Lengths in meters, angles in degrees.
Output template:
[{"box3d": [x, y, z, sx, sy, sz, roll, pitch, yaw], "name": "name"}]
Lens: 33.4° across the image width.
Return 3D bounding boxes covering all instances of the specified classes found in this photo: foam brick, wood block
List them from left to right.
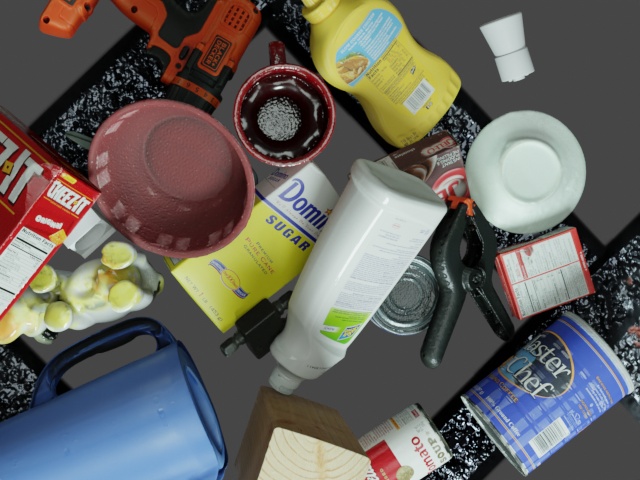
[{"box3d": [-0.031, -0.133, 1.065, 0.078, 0.053, 0.051, -16, 94, -6], "name": "foam brick"}, {"box3d": [-0.023, 0.208, 1.003, 0.090, 0.206, 0.091, 19, 90, -7], "name": "wood block"}]

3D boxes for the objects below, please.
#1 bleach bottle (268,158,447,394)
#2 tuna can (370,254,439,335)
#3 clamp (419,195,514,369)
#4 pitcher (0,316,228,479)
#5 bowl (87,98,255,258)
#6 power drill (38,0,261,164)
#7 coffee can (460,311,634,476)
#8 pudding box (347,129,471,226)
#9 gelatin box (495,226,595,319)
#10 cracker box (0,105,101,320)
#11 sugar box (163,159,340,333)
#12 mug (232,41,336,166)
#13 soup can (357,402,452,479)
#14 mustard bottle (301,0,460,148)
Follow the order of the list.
[{"box3d": [0.016, 0.046, 1.031, 0.102, 0.068, 0.251, 14, 117, -41], "name": "bleach bottle"}, {"box3d": [0.085, 0.054, 1.094, 0.086, 0.034, 0.086, 0, 92, -6], "name": "tuna can"}, {"box3d": [0.153, 0.040, 1.075, 0.120, 0.039, 0.171, -5, 104, -41], "name": "clamp"}, {"box3d": [-0.222, 0.189, 1.029, 0.243, 0.149, 0.145, -21, 119, -2], "name": "pitcher"}, {"box3d": [-0.133, -0.066, 1.000, 0.162, 0.055, 0.162, 6, 120, 10], "name": "bowl"}, {"box3d": [-0.175, -0.190, 1.044, 0.187, 0.057, 0.184, 30, 83, -9], "name": "power drill"}, {"box3d": [0.229, 0.154, 1.080, 0.140, 0.103, 0.103, -38, 96, -3], "name": "coffee can"}, {"box3d": [0.091, -0.048, 1.068, 0.113, 0.039, 0.090, -23, 130, -3], "name": "pudding box"}, {"box3d": [0.232, 0.033, 1.112, 0.089, 0.030, 0.073, -19, 96, -5], "name": "gelatin box"}, {"box3d": [-0.333, -0.014, 0.991, 0.164, 0.072, 0.213, 38, 89, 30], "name": "cracker box"}, {"box3d": [-0.057, 0.001, 1.059, 0.176, 0.048, 0.093, -38, 119, -1], "name": "sugar box"}, {"box3d": [-0.037, -0.127, 0.996, 0.093, 0.081, 0.117, -8, 94, -5], "name": "mug"}, {"box3d": [0.074, 0.220, 1.084, 0.102, 0.068, 0.068, -32, 95, -4], "name": "soup can"}, {"box3d": [0.046, -0.183, 1.037, 0.191, 0.058, 0.096, 42, 87, -28], "name": "mustard bottle"}]
